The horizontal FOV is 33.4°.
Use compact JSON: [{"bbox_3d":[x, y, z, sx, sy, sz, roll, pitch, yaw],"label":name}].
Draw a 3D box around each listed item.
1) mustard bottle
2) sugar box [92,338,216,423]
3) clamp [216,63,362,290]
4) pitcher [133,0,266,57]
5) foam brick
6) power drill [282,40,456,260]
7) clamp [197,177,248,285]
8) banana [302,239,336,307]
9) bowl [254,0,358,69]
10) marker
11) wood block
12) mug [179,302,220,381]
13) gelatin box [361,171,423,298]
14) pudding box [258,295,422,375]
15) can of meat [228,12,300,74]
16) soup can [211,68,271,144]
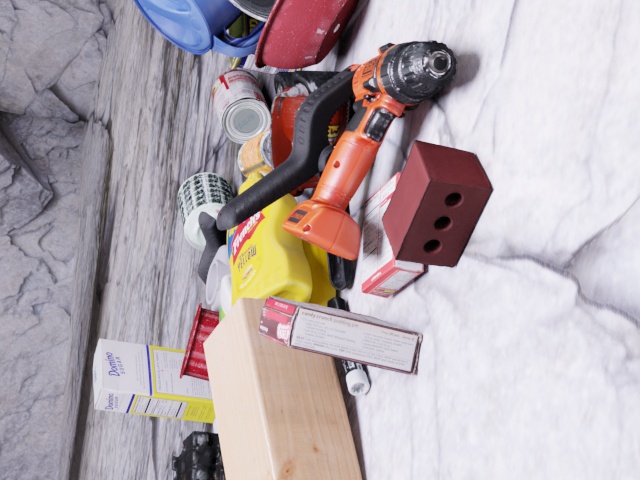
[{"bbox_3d":[-0.058,0.001,1.090,0.096,0.058,0.191,-47,35,33],"label":"mustard bottle"},{"bbox_3d":[-0.201,0.182,1.369,0.093,0.176,0.048,-105,30,-50],"label":"sugar box"},{"bbox_3d":[-0.005,-0.071,0.986,0.036,0.164,0.210,14,86,50],"label":"clamp"},{"bbox_3d":[-0.096,-0.335,1.254,0.145,0.149,0.242,20,60,45],"label":"pitcher"},{"bbox_3d":[0.087,-0.027,0.810,0.051,0.053,0.078,-105,29,-51],"label":"foam brick"},{"bbox_3d":[0.041,-0.078,0.895,0.187,0.057,0.184,-63,11,-3],"label":"power drill"},{"bbox_3d":[-0.122,-0.005,1.405,0.120,0.039,0.172,-40,-24,-35],"label":"clamp"},{"bbox_3d":[-0.012,0.021,1.103,0.198,0.037,0.070,-114,37,-55],"label":"banana"},{"bbox_3d":[-0.004,-0.236,1.110,0.162,0.055,0.162,-57,-4,-7],"label":"bowl"},{"bbox_3d":[0.024,0.095,0.990,0.121,0.020,0.020,-106,30,-51],"label":"marker"},{"bbox_3d":[-0.035,0.164,0.966,0.091,0.090,0.206,-50,43,43],"label":"wood block"},{"bbox_3d":[-0.118,0.129,1.283,0.117,0.081,0.093,-178,103,-83],"label":"mug"},{"bbox_3d":[0.062,-0.004,0.907,0.073,0.030,0.089,135,142,-61],"label":"gelatin box"},{"bbox_3d":[0.014,0.078,0.880,0.090,0.113,0.039,-170,92,-72],"label":"pudding box"},{"bbox_3d":[-0.066,-0.251,1.315,0.058,0.083,0.102,121,152,-48],"label":"can of meat"},{"bbox_3d":[-0.106,-0.179,1.427,0.102,0.068,0.069,-113,36,-57],"label":"soup can"}]
